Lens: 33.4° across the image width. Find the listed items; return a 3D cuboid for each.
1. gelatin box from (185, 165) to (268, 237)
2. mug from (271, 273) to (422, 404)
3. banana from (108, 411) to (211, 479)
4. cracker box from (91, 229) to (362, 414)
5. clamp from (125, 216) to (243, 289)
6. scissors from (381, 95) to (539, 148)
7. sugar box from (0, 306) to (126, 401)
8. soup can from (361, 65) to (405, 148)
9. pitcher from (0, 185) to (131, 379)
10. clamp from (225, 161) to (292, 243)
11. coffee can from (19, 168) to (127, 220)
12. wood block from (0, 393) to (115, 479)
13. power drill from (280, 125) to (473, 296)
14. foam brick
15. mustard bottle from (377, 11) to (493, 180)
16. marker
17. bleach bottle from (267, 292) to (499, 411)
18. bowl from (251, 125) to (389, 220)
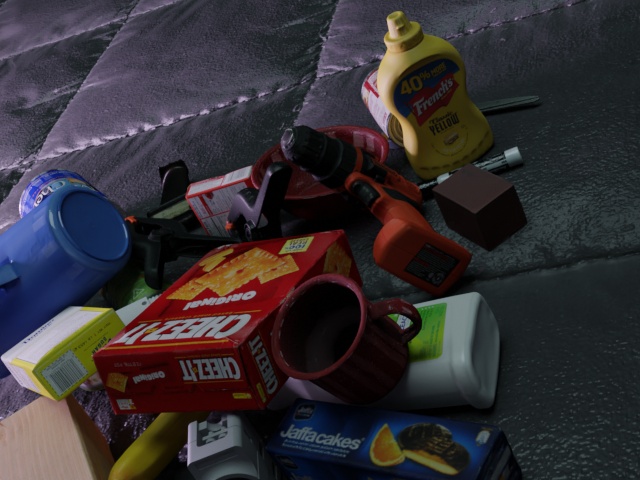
[{"bbox_3d":[-0.105,-0.043,1.267,0.089,0.073,0.030,-16,34,21],"label":"gelatin box"},{"bbox_3d":[0.030,0.081,0.878,0.117,0.081,0.093,-28,49,22],"label":"mug"},{"bbox_3d":[-0.144,0.179,0.992,0.037,0.070,0.197,32,41,9],"label":"banana"},{"bbox_3d":[-0.080,0.071,0.979,0.164,0.072,0.213,-8,22,31],"label":"cracker box"},{"bbox_3d":[-0.178,0.010,1.182,0.172,0.039,0.120,14,24,43],"label":"clamp"},{"bbox_3d":[0.152,-0.141,1.264,0.202,0.016,0.096,7,48,43],"label":"scissors"},{"bbox_3d":[-0.250,0.107,1.044,0.093,0.048,0.176,-38,11,-21],"label":"sugar box"},{"bbox_3d":[0.094,-0.159,1.252,0.068,0.068,0.102,-28,34,1],"label":"soup can"},{"bbox_3d":[-0.326,0.047,1.174,0.243,0.144,0.149,-37,33,30],"label":"pitcher"},{"bbox_3d":[-0.058,0.001,1.154,0.036,0.164,0.210,-13,5,-20],"label":"clamp"},{"bbox_3d":[-0.318,-0.026,1.377,0.102,0.102,0.140,-38,34,-15],"label":"coffee can"},{"bbox_3d":[-0.231,0.235,0.965,0.090,0.090,0.206,-33,32,-7],"label":"wood block"},{"bbox_3d":[0.057,-0.035,1.057,0.057,0.184,0.188,-53,36,18],"label":"power drill"},{"bbox_3d":[0.161,-0.035,1.078,0.053,0.051,0.078,-35,33,-12],"label":"foam brick"},{"bbox_3d":[0.115,-0.163,1.158,0.096,0.191,0.058,-27,33,2],"label":"mustard bottle"},{"bbox_3d":[0.160,-0.072,1.160,0.121,0.020,0.020,-20,33,13],"label":"marker"},{"bbox_3d":[0.032,0.116,0.960,0.251,0.068,0.102,-14,38,27],"label":"bleach bottle"},{"bbox_3d":[0.005,-0.070,1.225,0.162,0.055,0.162,-12,32,7],"label":"bowl"}]
